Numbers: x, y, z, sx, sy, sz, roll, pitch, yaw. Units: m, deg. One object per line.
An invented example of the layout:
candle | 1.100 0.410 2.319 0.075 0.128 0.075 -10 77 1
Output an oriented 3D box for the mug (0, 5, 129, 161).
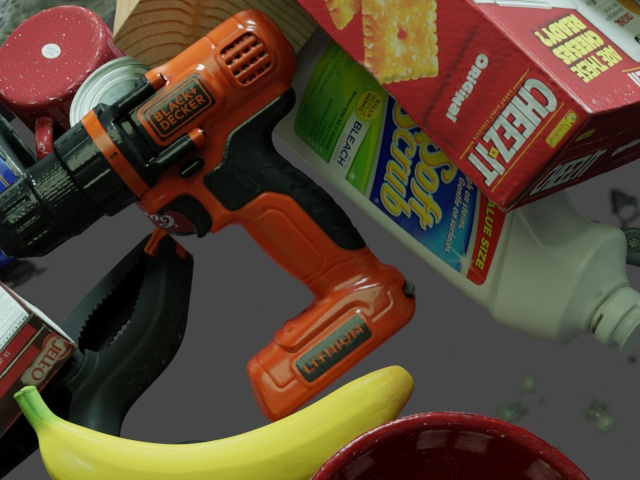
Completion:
mug | -0.161 -0.089 0.697 0.093 0.081 0.117 -1 63 20

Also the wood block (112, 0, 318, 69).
wood block | -0.062 -0.179 0.649 0.091 0.090 0.206 -48 29 27

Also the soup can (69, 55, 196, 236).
soup can | -0.097 -0.055 0.642 0.068 0.102 0.068 -9 61 16

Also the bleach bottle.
bleach bottle | 0.078 -0.034 0.576 0.251 0.067 0.103 42 117 31

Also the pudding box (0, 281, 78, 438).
pudding box | -0.195 0.074 0.620 0.090 0.039 0.114 -50 29 -11

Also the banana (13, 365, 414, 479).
banana | -0.049 0.101 0.520 0.197 0.037 0.069 -2 88 -9

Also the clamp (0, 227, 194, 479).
clamp | -0.141 0.085 0.611 0.165 0.036 0.210 -5 50 40

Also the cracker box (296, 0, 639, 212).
cracker box | 0.075 -0.122 0.541 0.214 0.163 0.072 49 127 18

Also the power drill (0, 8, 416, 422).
power drill | -0.054 0.001 0.560 0.184 0.057 0.187 -37 99 1
